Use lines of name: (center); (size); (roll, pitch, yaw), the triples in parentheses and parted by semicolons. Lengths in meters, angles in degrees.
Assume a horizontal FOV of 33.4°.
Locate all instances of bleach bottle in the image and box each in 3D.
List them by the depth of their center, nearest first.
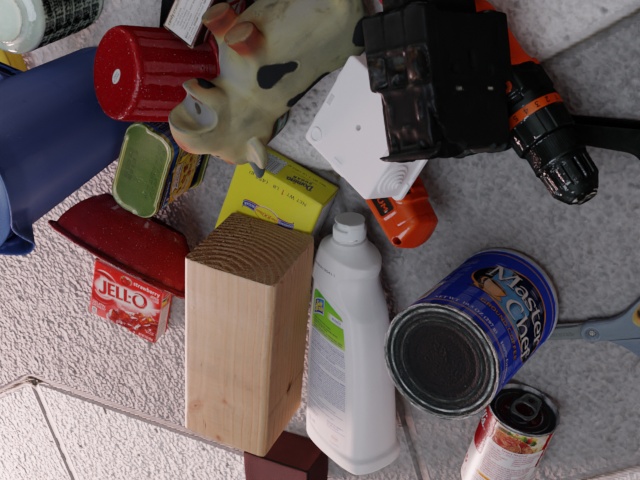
bleach bottle: (0.031, 0.094, 1.021); (0.103, 0.067, 0.251); (32, 131, 45)

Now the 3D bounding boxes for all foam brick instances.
foam brick: (-0.037, 0.245, 1.160); (0.078, 0.051, 0.053); (13, 123, 22)

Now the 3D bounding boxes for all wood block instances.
wood block: (-0.069, 0.091, 1.013); (0.090, 0.090, 0.206); (17, 126, 18)

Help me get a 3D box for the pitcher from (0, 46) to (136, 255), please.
pitcher: (-0.268, -0.100, 0.971); (0.145, 0.242, 0.149); (5, 118, 26)

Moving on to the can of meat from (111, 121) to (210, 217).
can of meat: (-0.149, -0.081, 1.018); (0.057, 0.083, 0.102); (30, 127, 11)

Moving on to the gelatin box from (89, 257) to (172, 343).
gelatin box: (-0.207, 0.060, 1.161); (0.089, 0.030, 0.073); (25, 125, 14)

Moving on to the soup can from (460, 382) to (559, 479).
soup can: (0.177, 0.194, 1.006); (0.068, 0.068, 0.102); (24, 126, 15)

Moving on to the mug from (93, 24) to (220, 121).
mug: (-0.151, -0.150, 0.938); (0.117, 0.081, 0.093); (41, 123, 41)

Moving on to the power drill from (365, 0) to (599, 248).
power drill: (0.118, -0.072, 0.870); (0.188, 0.057, 0.184); (-41, 70, 37)

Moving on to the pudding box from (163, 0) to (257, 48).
pudding box: (-0.076, -0.224, 0.895); (0.039, 0.089, 0.114); (36, 126, 9)

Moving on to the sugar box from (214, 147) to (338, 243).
sugar box: (-0.057, 0.001, 1.038); (0.093, 0.048, 0.176); (30, 125, 10)

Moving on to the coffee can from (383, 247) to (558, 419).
coffee can: (0.131, 0.076, 0.910); (0.103, 0.140, 0.103); (12, 114, 29)

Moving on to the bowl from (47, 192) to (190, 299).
bowl: (-0.187, -0.002, 1.066); (0.162, 0.162, 0.055); (29, 90, 11)
